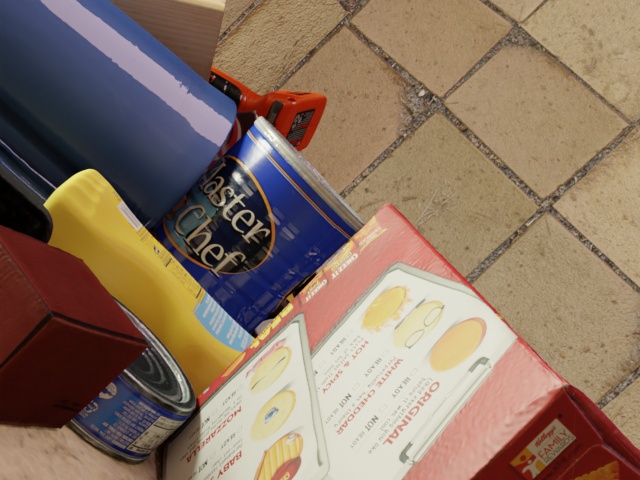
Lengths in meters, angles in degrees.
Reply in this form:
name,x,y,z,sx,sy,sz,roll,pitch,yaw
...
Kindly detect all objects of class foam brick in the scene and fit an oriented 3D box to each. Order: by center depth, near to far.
name,x,y,z,sx,sy,sz,roll,pitch,yaw
foam brick,-0.113,0.034,0.406,0.051,0.053,0.078,48,3,21

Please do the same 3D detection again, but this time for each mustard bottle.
name,x,y,z,sx,sy,sz,roll,pitch,yaw
mustard bottle,-0.080,0.047,0.588,0.191,0.058,0.096,46,0,-7

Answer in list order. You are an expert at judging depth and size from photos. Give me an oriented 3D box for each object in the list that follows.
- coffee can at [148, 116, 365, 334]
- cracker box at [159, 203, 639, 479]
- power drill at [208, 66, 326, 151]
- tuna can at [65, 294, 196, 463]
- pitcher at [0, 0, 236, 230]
name,x,y,z,sx,sy,sz,roll,pitch,yaw
coffee can,-0.055,0.001,0.722,0.103,0.140,0.103,46,4,-4
cracker box,0.017,0.089,0.423,0.072,0.164,0.214,43,5,-19
power drill,-0.092,-0.136,0.912,0.188,0.057,0.184,26,19,10
tuna can,-0.097,0.057,0.484,0.086,0.034,0.086,46,4,-4
pitcher,-0.183,-0.108,0.681,0.242,0.145,0.149,41,-6,-23
